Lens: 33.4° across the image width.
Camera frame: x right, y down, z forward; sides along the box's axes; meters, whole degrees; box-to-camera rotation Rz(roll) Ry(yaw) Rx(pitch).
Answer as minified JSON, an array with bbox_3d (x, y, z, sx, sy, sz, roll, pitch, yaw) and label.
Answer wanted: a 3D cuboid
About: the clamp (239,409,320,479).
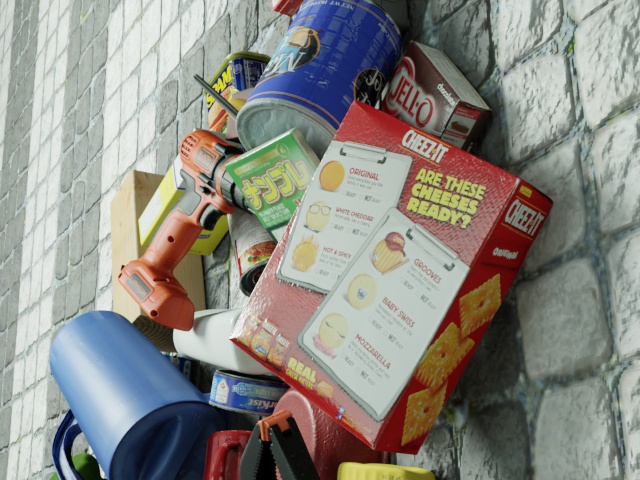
[{"bbox_3d":[-0.037,0.243,0.921,0.165,0.036,0.210,8,111,47],"label":"clamp"}]

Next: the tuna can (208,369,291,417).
[{"bbox_3d":[-0.065,0.150,1.046,0.086,0.086,0.034,3,83,62],"label":"tuna can"}]

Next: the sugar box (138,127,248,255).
[{"bbox_3d":[-0.135,-0.052,1.228,0.176,0.093,0.048,-49,42,45],"label":"sugar box"}]

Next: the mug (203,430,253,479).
[{"bbox_3d":[-0.077,0.227,1.025,0.093,0.117,0.081,-4,68,21],"label":"mug"}]

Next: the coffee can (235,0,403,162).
[{"bbox_3d":[0.001,-0.134,0.933,0.103,0.102,0.140,-29,30,56],"label":"coffee can"}]

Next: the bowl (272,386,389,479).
[{"bbox_3d":[-0.003,0.182,0.957,0.162,0.055,0.162,-26,60,57],"label":"bowl"}]

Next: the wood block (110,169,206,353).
[{"bbox_3d":[-0.206,0.027,1.339,0.090,0.090,0.206,-46,44,47],"label":"wood block"}]

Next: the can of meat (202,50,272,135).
[{"bbox_3d":[-0.091,-0.152,1.217,0.102,0.057,0.084,-41,51,51],"label":"can of meat"}]

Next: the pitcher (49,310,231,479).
[{"bbox_3d":[-0.213,0.179,1.147,0.243,0.149,0.145,37,120,50],"label":"pitcher"}]

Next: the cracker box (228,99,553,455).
[{"bbox_3d":[0.049,0.026,0.798,0.164,0.072,0.214,32,96,37],"label":"cracker box"}]

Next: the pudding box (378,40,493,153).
[{"bbox_3d":[0.089,-0.101,0.888,0.090,0.039,0.113,-65,32,27],"label":"pudding box"}]

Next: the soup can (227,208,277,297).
[{"bbox_3d":[-0.057,0.001,1.095,0.069,0.068,0.102,-53,38,41],"label":"soup can"}]

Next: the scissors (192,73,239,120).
[{"bbox_3d":[-0.042,-0.077,1.003,0.016,0.202,0.096,-50,-1,-13],"label":"scissors"}]

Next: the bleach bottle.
[{"bbox_3d":[-0.087,0.098,1.109,0.251,0.102,0.068,171,93,-67],"label":"bleach bottle"}]

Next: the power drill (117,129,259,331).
[{"bbox_3d":[-0.118,-0.006,1.070,0.188,0.057,0.185,-59,39,5],"label":"power drill"}]
